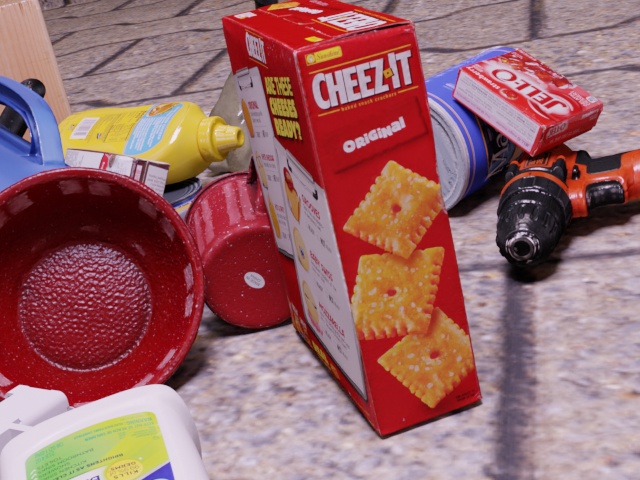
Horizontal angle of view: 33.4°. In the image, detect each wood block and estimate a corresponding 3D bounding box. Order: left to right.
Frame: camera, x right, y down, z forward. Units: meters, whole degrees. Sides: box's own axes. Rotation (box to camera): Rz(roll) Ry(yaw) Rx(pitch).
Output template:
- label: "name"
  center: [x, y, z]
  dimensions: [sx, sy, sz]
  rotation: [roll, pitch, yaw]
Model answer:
- label: "wood block"
  center: [-0.312, -0.145, 1.115]
  dimensions: [0.090, 0.206, 0.090]
  rotation: [-17, 21, -13]

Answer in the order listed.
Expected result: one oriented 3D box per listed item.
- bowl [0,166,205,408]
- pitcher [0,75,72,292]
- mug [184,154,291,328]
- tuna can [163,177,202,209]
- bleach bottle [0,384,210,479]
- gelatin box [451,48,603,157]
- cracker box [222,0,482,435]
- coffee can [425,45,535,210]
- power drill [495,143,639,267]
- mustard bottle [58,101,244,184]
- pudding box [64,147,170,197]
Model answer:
- label: "bowl"
  center: [-0.155, 0.037, 0.689]
  dimensions: [0.162, 0.162, 0.055]
  rotation: [-16, -12, -9]
- label: "pitcher"
  center: [-0.236, -0.024, 0.836]
  dimensions: [0.243, 0.149, 0.145]
  rotation: [22, 61, 45]
- label: "mug"
  center: [-0.045, -0.002, 0.737]
  dimensions: [0.093, 0.117, 0.081]
  rotation: [7, 23, -13]
- label: "tuna can"
  center: [-0.145, -0.028, 0.964]
  dimensions: [0.086, 0.034, 0.086]
  rotation: [-11, 21, 4]
- label: "bleach bottle"
  center: [-0.069, 0.149, 0.431]
  dimensions: [0.102, 0.068, 0.251]
  rotation: [-18, 24, -15]
- label: "gelatin box"
  center: [0.157, -0.107, 0.811]
  dimensions: [0.073, 0.030, 0.089]
  rotation: [-23, 51, -36]
- label: "cracker box"
  center: [0.016, -0.023, 0.609]
  dimensions: [0.072, 0.214, 0.164]
  rotation: [-17, 21, -13]
- label: "coffee can"
  center: [0.120, -0.094, 0.889]
  dimensions: [0.103, 0.103, 0.140]
  rotation: [9, 29, 44]
- label: "power drill"
  center: [0.219, -0.036, 0.747]
  dimensions: [0.188, 0.057, 0.184]
  rotation: [-4, 22, 20]
- label: "mustard bottle"
  center: [-0.158, -0.089, 0.987]
  dimensions: [0.192, 0.058, 0.096]
  rotation: [-3, 40, 25]
- label: "pudding box"
  center: [-0.183, -0.029, 0.907]
  dimensions: [0.039, 0.090, 0.114]
  rotation: [13, -2, -43]
